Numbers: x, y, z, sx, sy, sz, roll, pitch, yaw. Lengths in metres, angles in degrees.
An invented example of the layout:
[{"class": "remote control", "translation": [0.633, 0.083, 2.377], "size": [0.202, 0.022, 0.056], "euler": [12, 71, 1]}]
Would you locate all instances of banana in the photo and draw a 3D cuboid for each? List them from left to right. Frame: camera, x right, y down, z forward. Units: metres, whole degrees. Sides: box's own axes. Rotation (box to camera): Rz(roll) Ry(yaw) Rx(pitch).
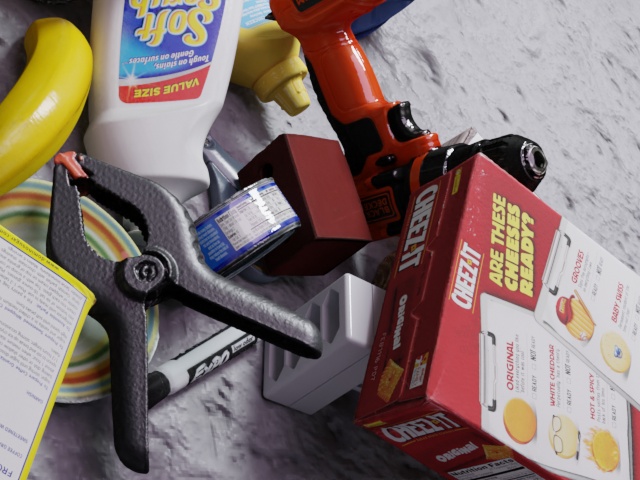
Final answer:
[{"class": "banana", "translation": [-0.159, -0.080, 0.585], "size": [0.197, 0.070, 0.037], "euler": [-80, 158, -52]}]

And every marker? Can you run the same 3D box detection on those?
[{"class": "marker", "translation": [-0.070, 0.069, 0.611], "size": [0.020, 0.020, 0.120], "euler": [56, 39, 5]}]

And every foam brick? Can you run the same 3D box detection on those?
[{"class": "foam brick", "translation": [-0.011, -0.022, 0.687], "size": [0.051, 0.053, 0.078], "euler": [3, 60, -42]}]

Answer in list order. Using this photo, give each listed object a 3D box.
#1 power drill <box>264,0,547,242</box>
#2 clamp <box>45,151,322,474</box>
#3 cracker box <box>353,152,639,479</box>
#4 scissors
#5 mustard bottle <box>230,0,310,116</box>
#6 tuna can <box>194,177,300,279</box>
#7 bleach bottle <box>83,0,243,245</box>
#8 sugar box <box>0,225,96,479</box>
[{"class": "power drill", "translation": [0.047, -0.095, 0.694], "size": [0.057, 0.185, 0.187], "euler": [-18, 91, -45]}, {"class": "clamp", "translation": [-0.080, 0.022, 0.560], "size": [0.120, 0.039, 0.171], "euler": [-21, 76, -24]}, {"class": "cracker box", "translation": [0.133, 0.077, 0.624], "size": [0.213, 0.072, 0.164], "euler": [33, 52, -22]}, {"class": "scissors", "translation": [-0.079, -0.046, 0.695], "size": [0.201, 0.016, 0.096], "euler": [39, 40, -15]}, {"class": "mustard bottle", "translation": [-0.067, -0.172, 0.771], "size": [0.096, 0.058, 0.191], "euler": [-28, 81, -50]}, {"class": "tuna can", "translation": [-0.054, 0.001, 0.627], "size": [0.034, 0.086, 0.086], "euler": [56, 39, 3]}, {"class": "bleach bottle", "translation": [-0.093, -0.118, 0.668], "size": [0.102, 0.068, 0.251], "euler": [7, 70, -20]}, {"class": "sugar box", "translation": [-0.168, 0.076, 0.458], "size": [0.093, 0.048, 0.176], "euler": [41, 50, -33]}]
